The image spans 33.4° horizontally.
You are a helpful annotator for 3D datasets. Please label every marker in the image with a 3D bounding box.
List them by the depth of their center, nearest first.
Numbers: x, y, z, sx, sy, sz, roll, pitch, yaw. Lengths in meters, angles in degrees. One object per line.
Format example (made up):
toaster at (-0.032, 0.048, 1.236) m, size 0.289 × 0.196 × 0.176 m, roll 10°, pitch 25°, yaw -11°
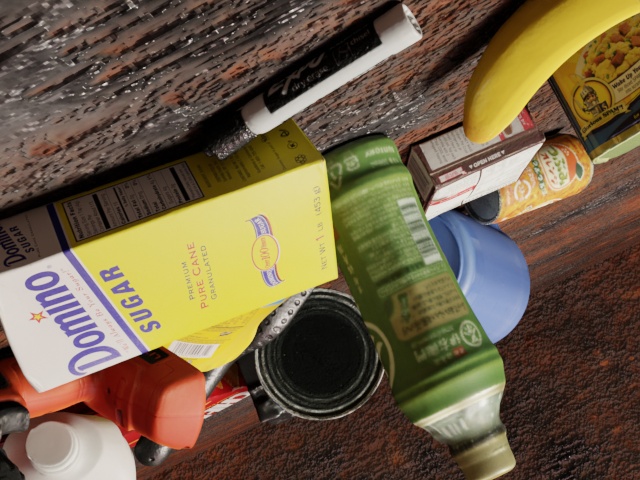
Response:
marker at (-0.008, -0.073, 0.506) m, size 0.121 × 0.020 × 0.020 m, roll -29°, pitch 168°, yaw 20°

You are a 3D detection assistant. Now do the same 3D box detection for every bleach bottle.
bleach bottle at (-0.187, 0.163, 0.768) m, size 0.102 × 0.068 × 0.251 m, roll -4°, pitch 162°, yaw -8°

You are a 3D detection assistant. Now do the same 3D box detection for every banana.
banana at (0.141, -0.111, 0.550) m, size 0.198 × 0.069 × 0.037 m, roll -25°, pitch -152°, yaw 35°

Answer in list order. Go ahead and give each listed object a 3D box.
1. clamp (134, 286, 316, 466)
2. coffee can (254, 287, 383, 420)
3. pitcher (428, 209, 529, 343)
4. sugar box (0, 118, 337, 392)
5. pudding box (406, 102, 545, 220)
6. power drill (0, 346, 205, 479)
clamp at (-0.070, 0.058, 0.824) m, size 0.210 × 0.036 × 0.164 m, roll -45°, pitch -154°, yaw 15°
coffee can at (-0.001, 0.097, 0.887) m, size 0.103 × 0.103 × 0.140 m, roll -24°, pitch 173°, yaw -4°
pitcher at (0.107, 0.041, 0.974) m, size 0.145 × 0.149 × 0.242 m, roll -28°, pitch 165°, yaw 14°
sugar box at (-0.081, 0.009, 0.553) m, size 0.176 × 0.048 × 0.093 m, roll -23°, pitch 138°, yaw -14°
pudding box at (0.110, -0.056, 0.790) m, size 0.090 × 0.039 × 0.113 m, roll -25°, pitch 171°, yaw -5°
power drill at (-0.158, 0.095, 0.591) m, size 0.187 × 0.057 × 0.185 m, roll -1°, pitch -161°, yaw -45°
